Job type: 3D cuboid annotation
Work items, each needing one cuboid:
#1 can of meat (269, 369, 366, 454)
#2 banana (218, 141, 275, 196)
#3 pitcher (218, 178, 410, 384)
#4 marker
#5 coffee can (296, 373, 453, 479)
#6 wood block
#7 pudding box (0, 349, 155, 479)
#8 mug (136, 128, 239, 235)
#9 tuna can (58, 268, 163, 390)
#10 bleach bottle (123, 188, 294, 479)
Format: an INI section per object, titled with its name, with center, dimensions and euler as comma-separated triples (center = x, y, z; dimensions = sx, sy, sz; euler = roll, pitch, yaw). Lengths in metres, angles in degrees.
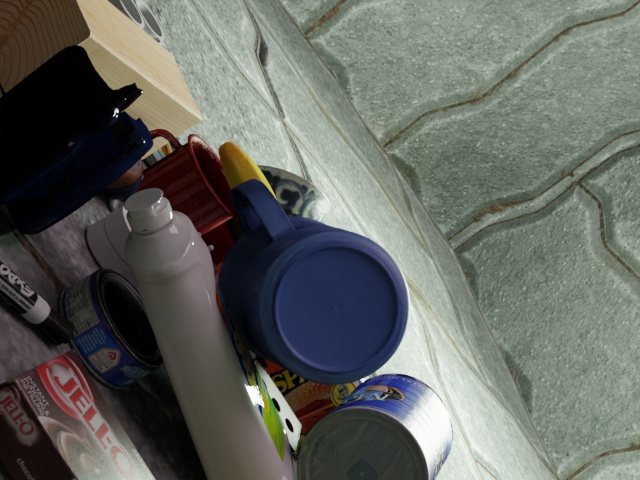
[can of meat]
center = -0.001, 0.152, 1.049
dimensions = 0.084, 0.102, 0.057
euler = 67, 12, 22
[banana]
center = -0.050, 0.004, 0.992
dimensions = 0.069, 0.037, 0.198
euler = -14, 90, -72
[pitcher]
center = -0.013, 0.036, 0.846
dimensions = 0.149, 0.145, 0.243
euler = 18, -3, -9
[marker]
center = -0.200, 0.030, 0.686
dimensions = 0.121, 0.020, 0.020
euler = 51, 14, -38
[coffee can]
center = 0.048, 0.172, 0.872
dimensions = 0.103, 0.103, 0.140
euler = 61, 15, 4
[wood block]
center = -0.203, -0.154, 0.967
dimensions = 0.090, 0.091, 0.206
euler = 63, 12, 21
[pudding box]
center = -0.146, 0.126, 0.628
dimensions = 0.113, 0.039, 0.090
euler = 60, 10, 0
[mug]
center = -0.138, -0.051, 1.011
dimensions = 0.117, 0.081, 0.093
euler = 55, 12, -22
[tuna can]
center = -0.151, 0.064, 0.780
dimensions = 0.086, 0.034, 0.086
euler = 56, 12, -18
[bleach bottle]
center = -0.086, 0.078, 0.777
dimensions = 0.102, 0.068, 0.251
euler = -104, 176, -59
